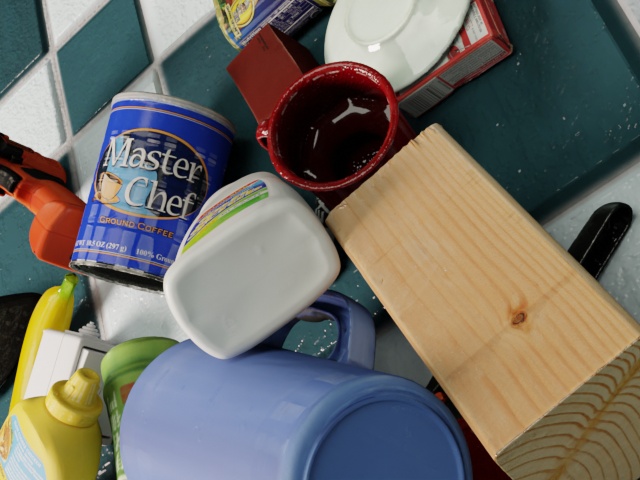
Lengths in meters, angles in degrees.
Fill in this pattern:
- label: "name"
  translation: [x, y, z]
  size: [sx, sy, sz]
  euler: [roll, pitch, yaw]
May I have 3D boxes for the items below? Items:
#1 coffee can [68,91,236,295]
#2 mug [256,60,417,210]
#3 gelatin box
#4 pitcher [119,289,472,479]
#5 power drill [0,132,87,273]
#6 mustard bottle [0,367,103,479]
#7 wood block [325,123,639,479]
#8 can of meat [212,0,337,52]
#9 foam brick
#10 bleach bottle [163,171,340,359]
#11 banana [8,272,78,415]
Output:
- label: "coffee can"
  translation: [-0.132, -0.035, 0.849]
  size: [0.103, 0.102, 0.140]
  euler: [3, 75, 42]
- label: "mug"
  translation: [0.012, -0.063, 0.733]
  size: [0.117, 0.081, 0.093]
  euler: [6, 73, 26]
- label: "gelatin box"
  translation: [0.084, -0.141, 0.751]
  size: [0.089, 0.030, 0.073]
  euler: [-33, 53, 28]
- label: "pitcher"
  translation: [-0.017, 0.114, 0.615]
  size: [0.243, 0.144, 0.149]
  euler: [-7, 100, 64]
- label: "power drill"
  translation: [-0.258, -0.044, 0.922]
  size: [0.188, 0.184, 0.057]
  euler: [37, 99, 34]
- label: "mustard bottle"
  translation: [-0.211, 0.175, 0.797]
  size: [0.096, 0.058, 0.192]
  euler: [46, 115, 40]
- label: "wood block"
  translation: [0.094, 0.037, 0.570]
  size: [0.091, 0.090, 0.206]
  euler: [-41, 39, 6]
- label: "can of meat"
  translation: [-0.042, -0.209, 0.872]
  size: [0.084, 0.057, 0.102]
  euler: [-36, 52, 29]
- label: "foam brick"
  translation: [-0.027, -0.119, 0.826]
  size: [0.053, 0.051, 0.078]
  euler: [-44, 50, 18]
- label: "bleach bottle"
  translation: [-0.055, 0.001, 0.720]
  size: [0.102, 0.068, 0.251]
  euler: [-35, 13, -2]
- label: "banana"
  translation: [-0.245, 0.124, 0.919]
  size: [0.070, 0.037, 0.198]
  euler: [161, 120, -77]
